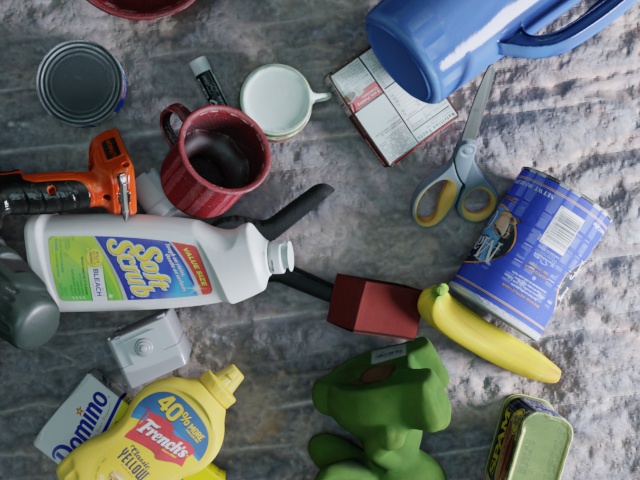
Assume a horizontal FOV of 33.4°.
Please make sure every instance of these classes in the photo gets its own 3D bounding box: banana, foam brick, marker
[{"bbox_3d":[0.157,0.093,1.058,0.197,0.070,0.037,33,84,-32],"label":"banana"},{"bbox_3d":[0.055,0.065,1.056,0.078,0.053,0.051,10,93,-33],"label":"foam brick"},{"bbox_3d":[-0.097,-0.128,1.075,0.020,0.020,0.121,-27,93,-1],"label":"marker"}]

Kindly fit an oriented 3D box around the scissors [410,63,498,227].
[{"bbox_3d":[0.154,-0.081,1.030,0.096,0.016,0.202,13,133,-20],"label":"scissors"}]

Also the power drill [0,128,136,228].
[{"bbox_3d":[-0.278,-0.060,1.019,0.187,0.184,0.057,-11,126,-16],"label":"power drill"}]

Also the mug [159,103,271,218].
[{"bbox_3d":[-0.114,-0.081,1.031,0.117,0.082,0.093,47,57,-2],"label":"mug"}]

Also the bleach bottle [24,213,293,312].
[{"bbox_3d":[-0.152,0.015,1.028,0.251,0.068,0.102,-4,102,10],"label":"bleach bottle"}]

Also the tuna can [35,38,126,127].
[{"bbox_3d":[-0.237,-0.155,1.061,0.086,0.034,0.086,0,92,-2],"label":"tuna can"}]

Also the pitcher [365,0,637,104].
[{"bbox_3d":[0.171,-0.233,1.003,0.242,0.149,0.145,-39,108,-8],"label":"pitcher"}]

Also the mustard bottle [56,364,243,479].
[{"bbox_3d":[-0.150,0.188,1.021,0.191,0.058,0.096,-41,88,-6],"label":"mustard bottle"}]

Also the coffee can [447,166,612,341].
[{"bbox_3d":[0.205,0.013,1.048,0.103,0.103,0.140,32,90,-3],"label":"coffee can"}]

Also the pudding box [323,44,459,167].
[{"bbox_3d":[0.071,-0.143,1.071,0.090,0.039,0.113,-35,95,-3],"label":"pudding box"}]

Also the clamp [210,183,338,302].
[{"bbox_3d":[-0.057,0.001,1.069,0.171,0.039,0.120,1,94,-2],"label":"clamp"}]

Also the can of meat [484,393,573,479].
[{"bbox_3d":[0.208,0.212,1.064,0.057,0.084,0.102,15,91,-3],"label":"can of meat"}]

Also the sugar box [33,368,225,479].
[{"bbox_3d":[-0.190,0.219,1.070,0.176,0.048,0.093,38,89,-4],"label":"sugar box"}]
